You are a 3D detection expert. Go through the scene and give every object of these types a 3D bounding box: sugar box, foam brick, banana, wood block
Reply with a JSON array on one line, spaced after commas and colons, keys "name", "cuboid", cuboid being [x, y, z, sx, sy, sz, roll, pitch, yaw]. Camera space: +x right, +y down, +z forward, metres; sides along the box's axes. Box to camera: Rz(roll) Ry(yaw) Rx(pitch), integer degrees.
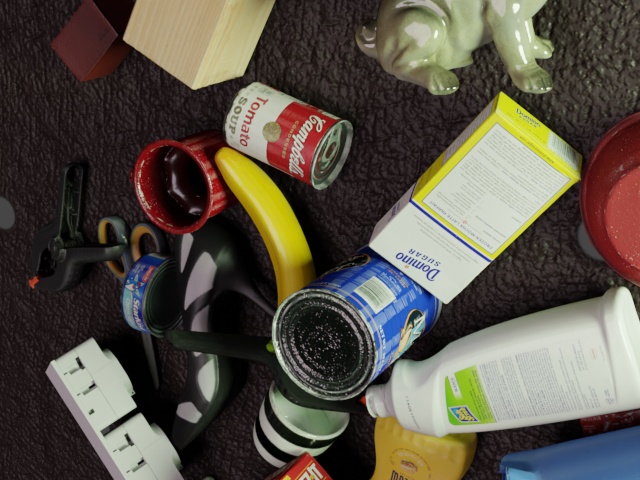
[{"name": "sugar box", "cuboid": [0.130, -0.033, 0.914, 0.093, 0.048, 0.176, 37, 126, -8]}, {"name": "foam brick", "cuboid": [-0.221, -0.205, 1.071, 0.078, 0.051, 0.053, -39, 86, 35]}, {"name": "banana", "cuboid": [-0.043, 0.003, 1.002, 0.037, 0.069, 0.198, -23, 81, 41]}, {"name": "wood block", "cuboid": [-0.087, -0.251, 0.952, 0.091, 0.090, 0.206, 36, 121, 15]}]

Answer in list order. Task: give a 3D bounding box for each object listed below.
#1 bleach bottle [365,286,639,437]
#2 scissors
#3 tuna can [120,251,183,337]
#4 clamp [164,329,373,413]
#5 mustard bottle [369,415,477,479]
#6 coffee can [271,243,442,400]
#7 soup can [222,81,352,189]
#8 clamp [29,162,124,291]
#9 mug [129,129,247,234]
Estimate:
[{"name": "bleach bottle", "cuboid": [0.154, 0.115, 0.934, 0.251, 0.068, 0.102, -14, 101, 27]}, {"name": "scissors", "cuboid": [-0.185, 0.064, 1.166, 0.096, 0.016, 0.202, -17, 97, 36]}, {"name": "tuna can", "cuboid": [-0.169, 0.055, 1.112, 0.034, 0.086, 0.086, 14, 114, 28]}, {"name": "clamp", "cuboid": [-0.035, 0.101, 1.034, 0.210, 0.164, 0.036, 49, 167, -1]}, {"name": "mustard bottle", "cuboid": [0.088, 0.253, 1.045, 0.096, 0.058, 0.192, 21, 117, 24]}, {"name": "coffee can", "cuboid": [0.036, 0.069, 0.961, 0.103, 0.140, 0.103, 11, 112, 27]}, {"name": "soup can", "cuboid": [-0.030, -0.098, 0.986, 0.102, 0.068, 0.068, 27, 119, 21]}, {"name": "clamp", "cuboid": [-0.273, 0.010, 1.179, 0.120, 0.039, 0.172, 57, 134, 26]}, {"name": "mug", "cuboid": [-0.132, -0.063, 1.050, 0.117, 0.081, 0.093, 6, 110, 29]}]
